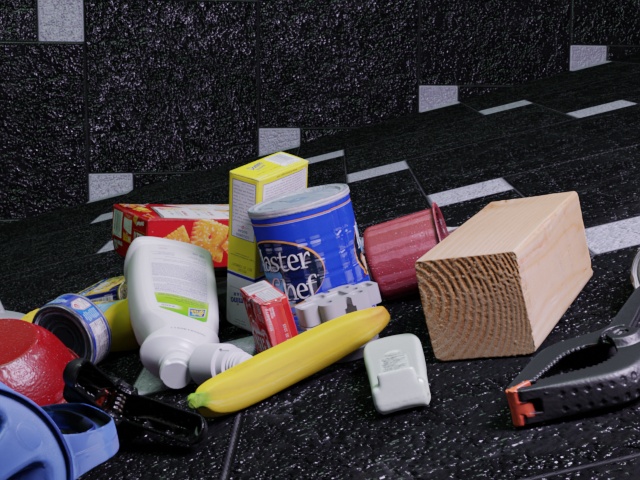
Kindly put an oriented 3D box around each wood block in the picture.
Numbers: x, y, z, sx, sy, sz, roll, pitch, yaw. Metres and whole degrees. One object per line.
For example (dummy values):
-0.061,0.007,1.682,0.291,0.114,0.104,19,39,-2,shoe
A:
0.170,0.027,0.954,0.091,0.090,0.205,-8,12,29,wood block

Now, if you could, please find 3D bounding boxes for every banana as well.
-0.031,0.108,0.909,0.197,0.037,0.070,-24,2,-26,banana

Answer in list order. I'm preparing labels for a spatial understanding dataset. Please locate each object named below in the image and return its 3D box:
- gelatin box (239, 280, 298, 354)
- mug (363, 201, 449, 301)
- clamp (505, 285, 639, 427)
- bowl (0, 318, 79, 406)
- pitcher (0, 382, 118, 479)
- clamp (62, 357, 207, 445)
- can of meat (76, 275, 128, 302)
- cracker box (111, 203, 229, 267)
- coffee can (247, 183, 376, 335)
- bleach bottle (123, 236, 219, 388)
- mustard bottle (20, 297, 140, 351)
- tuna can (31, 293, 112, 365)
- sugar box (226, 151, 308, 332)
-0.045,0.082,0.996,0.030,0.073,0.089,-18,12,-13,gelatin box
0.097,0.013,1.132,0.081,0.093,0.117,-17,6,13,mug
0.225,0.079,0.749,0.209,0.036,0.165,-22,13,-28,clamp
-0.319,0.124,1.053,0.162,0.055,0.162,-4,29,2,bowl
-0.257,0.153,0.784,0.145,0.149,0.243,-60,20,-10,pitcher
-0.158,0.137,0.875,0.039,0.120,0.172,-60,8,-17,clamp
-0.254,0.077,1.346,0.084,0.057,0.102,-12,10,26,can of meat
-0.148,-0.006,1.394,0.213,0.072,0.164,0,8,-26,cracker box
-0.006,0.024,1.059,0.103,0.140,0.103,-14,10,2,coffee can
-0.156,0.076,1.096,0.102,0.068,0.251,9,21,-11,bleach bottle
-0.255,0.099,1.221,0.192,0.058,0.096,-9,11,27,mustard bottle
-0.270,0.102,1.151,0.086,0.086,0.033,-8,14,29,tuna can
-0.058,0.001,1.149,0.048,0.176,0.093,21,28,30,sugar box
